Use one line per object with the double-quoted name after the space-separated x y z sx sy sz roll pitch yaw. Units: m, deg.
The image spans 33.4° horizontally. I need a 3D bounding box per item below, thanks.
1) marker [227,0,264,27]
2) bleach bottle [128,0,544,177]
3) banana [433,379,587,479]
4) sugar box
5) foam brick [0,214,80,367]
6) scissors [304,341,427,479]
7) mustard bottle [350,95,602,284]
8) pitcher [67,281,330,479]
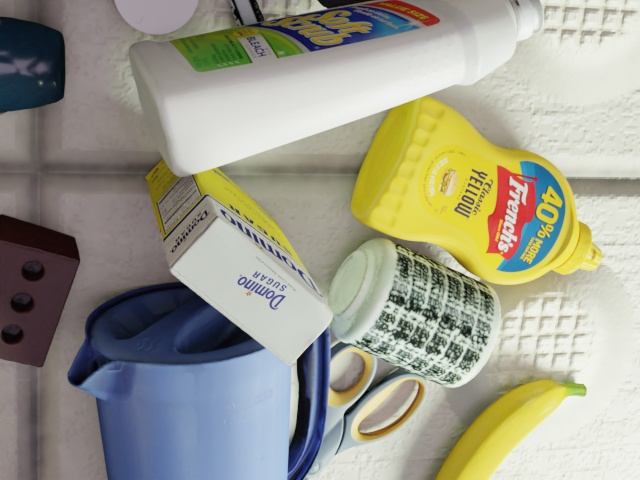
-0.048 -0.148 0.687 0.020 0.020 0.121 -24 112 -7 "marker"
0.016 -0.112 0.658 0.250 0.103 0.068 -18 122 -12 "bleach bottle"
0.129 0.177 0.831 0.069 0.037 0.198 38 94 -22 "banana"
-0.054 0.001 0.647 0.093 0.176 0.048 41 93 -23 "sugar box"
-0.192 0.032 0.686 0.053 0.051 0.078 17 102 -20 "foam brick"
-0.012 0.148 0.794 0.201 0.016 0.096 -34 111 -3 "scissors"
0.122 -0.022 0.754 0.191 0.058 0.096 24 88 -22 "mustard bottle"
-0.073 0.155 0.722 0.149 0.145 0.243 2 110 7 "pitcher"
